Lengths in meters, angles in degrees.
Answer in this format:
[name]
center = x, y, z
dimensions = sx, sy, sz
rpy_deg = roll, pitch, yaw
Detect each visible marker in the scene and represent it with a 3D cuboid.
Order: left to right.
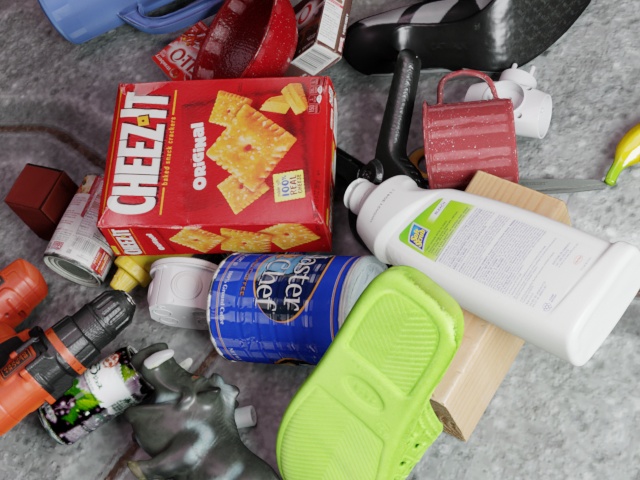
[marker]
center = -0.119, 0.173, 0.990
dimensions = 0.121, 0.020, 0.020
rpy_deg = -12, 57, 13

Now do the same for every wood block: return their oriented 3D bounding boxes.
[wood block]
center = 0.131, 0.055, 0.926
dimensions = 0.091, 0.090, 0.206
rpy_deg = 24, 71, 31

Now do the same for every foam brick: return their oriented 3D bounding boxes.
[foam brick]
center = -0.287, -0.038, 1.142
dimensions = 0.051, 0.078, 0.053
rpy_deg = 11, 63, 26

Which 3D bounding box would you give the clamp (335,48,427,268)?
[clamp]
center = 0.062, -0.070, 1.026
dimensions = 0.165, 0.036, 0.210
rpy_deg = -43, 52, 35

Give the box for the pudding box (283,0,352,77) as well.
[pudding box]
center = -0.016, -0.214, 1.140
dimensions = 0.114, 0.039, 0.090
rpy_deg = -24, 47, 48

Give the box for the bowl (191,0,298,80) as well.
[bowl]
center = -0.072, -0.201, 1.122
dimensions = 0.162, 0.055, 0.162
rpy_deg = -39, 38, 39

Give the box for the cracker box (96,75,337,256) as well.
[cracker box]
center = -0.094, -0.073, 1.018
dimensions = 0.214, 0.072, 0.164
rpy_deg = -1, 63, 8

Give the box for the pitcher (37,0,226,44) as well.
[pitcher]
center = -0.211, -0.322, 1.260
dimensions = 0.243, 0.145, 0.149
rpy_deg = -26, 30, 8

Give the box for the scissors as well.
[scissors]
center = 0.165, -0.066, 1.031
dimensions = 0.202, 0.016, 0.096
rpy_deg = -14, 57, 12

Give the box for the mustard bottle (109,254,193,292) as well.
[mustard bottle]
center = -0.146, -0.022, 1.090
dimensions = 0.191, 0.058, 0.096
rpy_deg = -51, 40, -12

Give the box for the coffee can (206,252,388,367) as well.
[coffee can]
center = -0.016, 0.063, 0.957
dimensions = 0.140, 0.102, 0.102
rpy_deg = 1, 61, 29

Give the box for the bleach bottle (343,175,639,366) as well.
[bleach bottle]
center = 0.125, 0.002, 0.868
dimensions = 0.251, 0.068, 0.102
rpy_deg = 29, 73, 35

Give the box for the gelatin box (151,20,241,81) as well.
[gelatin box]
center = -0.138, -0.200, 1.212
dimensions = 0.073, 0.030, 0.089
rpy_deg = -39, 55, -5

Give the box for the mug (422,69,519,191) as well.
[mug]
center = 0.139, -0.100, 0.989
dimensions = 0.081, 0.093, 0.117
rpy_deg = -5, 91, 11

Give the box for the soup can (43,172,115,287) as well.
[soup can]
center = -0.237, -0.011, 1.113
dimensions = 0.069, 0.068, 0.102
rpy_deg = 12, 66, 25

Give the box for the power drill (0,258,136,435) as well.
[power drill]
center = -0.281, 0.086, 1.044
dimensions = 0.184, 0.057, 0.188
rpy_deg = -39, 35, -11
